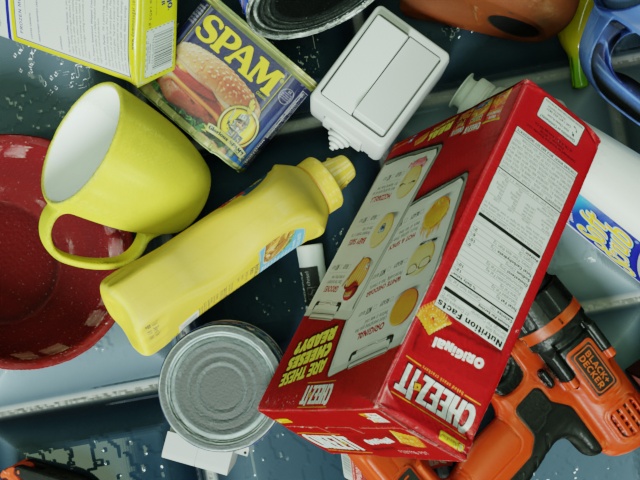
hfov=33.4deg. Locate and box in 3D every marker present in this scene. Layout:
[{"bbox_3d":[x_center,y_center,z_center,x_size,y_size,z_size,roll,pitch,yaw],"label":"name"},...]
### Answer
[{"bbox_3d":[0.001,0.063,0.761,0.020,0.020,0.121,-8,90,4],"label":"marker"}]

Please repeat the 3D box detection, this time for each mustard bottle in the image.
[{"bbox_3d":[-0.055,0.000,0.721,0.191,0.096,0.058,-35,83,-16],"label":"mustard bottle"}]

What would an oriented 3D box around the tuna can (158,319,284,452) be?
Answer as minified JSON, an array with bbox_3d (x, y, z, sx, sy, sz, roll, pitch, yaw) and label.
[{"bbox_3d":[-0.064,0.096,0.707,0.086,0.033,0.086,0,89,3],"label":"tuna can"}]

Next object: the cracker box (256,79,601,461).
[{"bbox_3d":[0.064,0.024,0.648,0.072,0.164,0.213,33,69,-16],"label":"cracker box"}]

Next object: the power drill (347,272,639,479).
[{"bbox_3d":[0.110,0.107,0.715,0.187,0.057,0.184,-38,92,-11],"label":"power drill"}]

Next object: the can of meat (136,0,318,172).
[{"bbox_3d":[-0.066,-0.109,0.746,0.102,0.057,0.084,41,96,3],"label":"can of meat"}]

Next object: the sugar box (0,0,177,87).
[{"bbox_3d":[-0.177,-0.174,0.714,0.176,0.048,0.093,24,125,24],"label":"sugar box"}]

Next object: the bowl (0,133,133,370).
[{"bbox_3d":[-0.213,0.011,0.736,0.161,0.055,0.162,8,76,-33],"label":"bowl"}]
